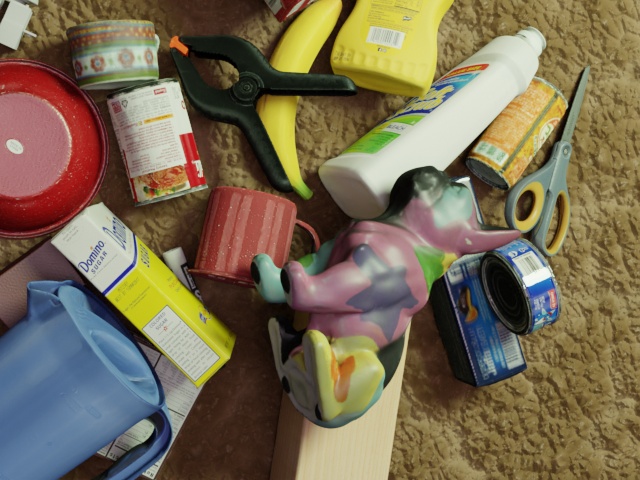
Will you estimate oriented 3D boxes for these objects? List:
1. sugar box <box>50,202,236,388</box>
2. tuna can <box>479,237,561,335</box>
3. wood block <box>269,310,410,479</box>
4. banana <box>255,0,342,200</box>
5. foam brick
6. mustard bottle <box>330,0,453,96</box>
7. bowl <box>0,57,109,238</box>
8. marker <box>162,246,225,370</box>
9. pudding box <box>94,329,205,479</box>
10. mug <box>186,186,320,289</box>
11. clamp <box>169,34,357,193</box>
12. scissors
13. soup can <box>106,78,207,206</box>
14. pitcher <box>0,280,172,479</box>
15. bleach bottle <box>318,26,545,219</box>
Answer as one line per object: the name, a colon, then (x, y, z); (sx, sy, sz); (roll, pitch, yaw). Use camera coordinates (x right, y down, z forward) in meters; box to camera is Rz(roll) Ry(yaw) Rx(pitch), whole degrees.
sugar box: (-0.150, 0.044, 0.933); (0.048, 0.093, 0.176); (-42, 96, 4)
tuna can: (0.182, 0.043, 0.977); (0.033, 0.086, 0.086); (-22, 97, -16)
wood block: (0.018, 0.141, 0.997); (0.090, 0.090, 0.206); (9, 89, -16)
banana: (-0.026, -0.140, 1.006); (0.069, 0.037, 0.198); (9, 92, -42)
foam brick: (-0.253, 0.039, 0.938); (0.078, 0.051, 0.053); (-37, 102, -11)
mustard bottle: (0.079, -0.236, 1.010); (0.096, 0.058, 0.191); (14, 79, 12)
bowl: (-0.264, -0.081, 0.930); (0.162, 0.055, 0.162); (0, 92, -15)
marker: (-0.116, 0.065, 0.993); (0.020, 0.020, 0.121); (-24, 98, -14)
pudding box: (-0.166, 0.150, 0.973); (0.090, 0.039, 0.113); (30, 86, -14)
mug: (-0.056, 0.001, 0.972); (0.117, 0.093, 0.081); (12, 83, -9)
clamp: (-0.065, -0.122, 0.957); (0.171, 0.039, 0.120); (24, 77, 4)
scissors: (0.229, -0.085, 1.076); (0.096, 0.016, 0.202); (7, 90, -37)
soup can: (-0.147, -0.088, 0.955); (0.068, 0.069, 0.102); (-16, 95, -15)
pitcher: (-0.252, 0.162, 0.888); (0.243, 0.145, 0.149); (-38, 67, 3)
bleach bottle: (0.119, -0.120, 1.023); (0.250, 0.103, 0.068); (-42, 112, -17)
